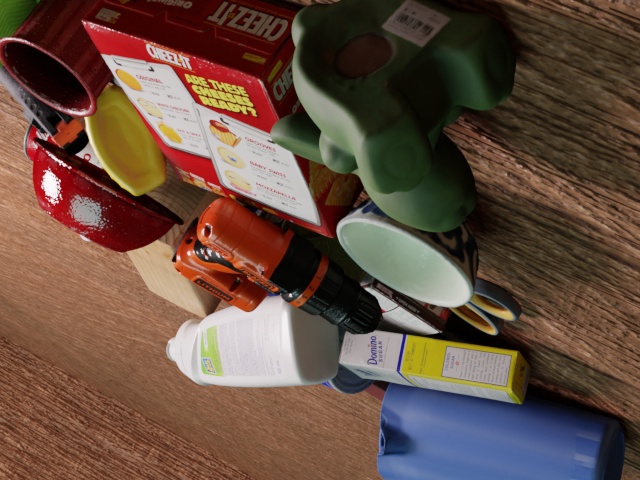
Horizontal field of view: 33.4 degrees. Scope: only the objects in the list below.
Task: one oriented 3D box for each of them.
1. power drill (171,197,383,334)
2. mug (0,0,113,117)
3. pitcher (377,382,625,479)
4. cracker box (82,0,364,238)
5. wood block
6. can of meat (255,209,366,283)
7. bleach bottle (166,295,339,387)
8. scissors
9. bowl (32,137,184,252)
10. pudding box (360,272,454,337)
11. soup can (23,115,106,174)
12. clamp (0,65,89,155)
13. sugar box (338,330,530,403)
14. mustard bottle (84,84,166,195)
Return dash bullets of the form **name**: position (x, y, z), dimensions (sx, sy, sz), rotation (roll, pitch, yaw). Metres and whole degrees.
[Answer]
- **power drill**: position (-0.049, 0.029, 0.977), dimensions (0.184, 0.057, 0.188), rotation (35, 163, -17)
- **mug**: position (-0.208, -0.160, 0.881), dimensions (0.093, 0.081, 0.117), rotation (40, 155, -21)
- **pitcher**: position (0.194, 0.214, 1.136), dimensions (0.243, 0.149, 0.145), rotation (10, 146, 28)
- **cracker box**: position (-0.065, -0.104, 0.831), dimensions (0.164, 0.072, 0.213), rotation (22, 157, 25)
- **wood block**: position (-0.156, -0.003, 1.178), dimensions (0.090, 0.090, 0.206), rotation (25, 160, 17)
- **can of meat**: position (-0.013, 0.004, 1.039), dimensions (0.102, 0.057, 0.084), rotation (41, 161, -24)
- **bleach bottle**: position (-0.087, 0.109, 1.171), dimensions (0.067, 0.102, 0.251), rotation (-3, 177, -43)
- **scissors**: position (0.105, 0.025, 0.975), dimensions (0.201, 0.016, 0.096), rotation (39, 157, -21)
- **bowl**: position (-0.211, -0.034, 1.008), dimensions (0.162, 0.055, 0.162), rotation (31, -178, -1)
- **pudding box**: position (0.073, 0.061, 1.076), dimensions (0.090, 0.039, 0.114), rotation (33, 163, -10)
- **soup can**: position (-0.253, -0.095, 1.134), dimensions (0.102, 0.068, 0.068), rotation (25, 160, 15)
- **clamp**: position (-0.253, -0.116, 1.004), dimensions (0.120, 0.039, 0.172), rotation (45, 179, -43)
- **sugar box**: position (0.116, 0.125, 1.073), dimensions (0.176, 0.048, 0.093), rotation (9, 166, 21)
- **mustard bottle**: position (-0.182, -0.093, 1.001), dimensions (0.096, 0.058, 0.192), rotation (61, 173, -9)
